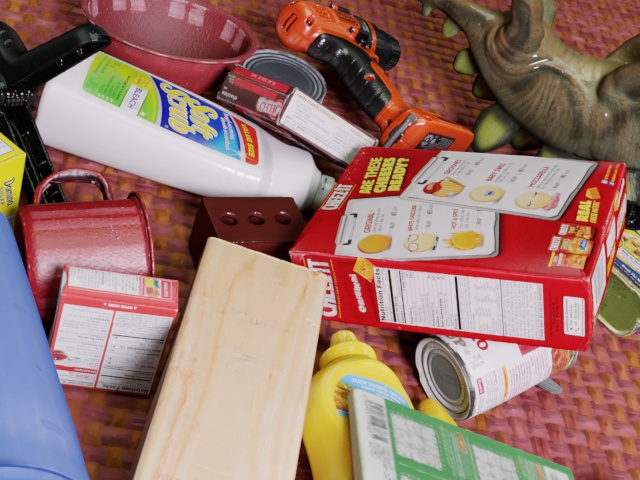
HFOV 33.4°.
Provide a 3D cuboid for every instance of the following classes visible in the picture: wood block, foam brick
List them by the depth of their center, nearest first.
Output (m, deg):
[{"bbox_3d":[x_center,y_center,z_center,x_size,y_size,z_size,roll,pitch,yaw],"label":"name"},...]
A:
[{"bbox_3d":[-0.060,0.107,0.672,0.090,0.091,0.206,18,40,-6],"label":"wood block"},{"bbox_3d":[-0.055,0.001,0.821,0.078,0.051,0.053,-2,45,-26],"label":"foam brick"}]

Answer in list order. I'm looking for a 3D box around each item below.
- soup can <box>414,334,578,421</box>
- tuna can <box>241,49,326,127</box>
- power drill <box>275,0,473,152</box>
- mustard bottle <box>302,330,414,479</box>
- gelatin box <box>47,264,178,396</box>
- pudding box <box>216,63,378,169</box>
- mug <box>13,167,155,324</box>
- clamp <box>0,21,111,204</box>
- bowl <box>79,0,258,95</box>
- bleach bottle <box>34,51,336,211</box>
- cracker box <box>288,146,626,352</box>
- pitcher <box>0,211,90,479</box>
[{"bbox_3d":[0.129,0.084,0.789,0.102,0.068,0.068,-21,56,-26],"label":"soup can"},{"bbox_3d":[-0.040,-0.140,0.997,0.086,0.034,0.086,13,41,-12],"label":"tuna can"},{"bbox_3d":[0.060,-0.146,1.012,0.184,0.057,0.188,1,44,-54],"label":"power drill"},{"bbox_3d":[0.030,0.135,0.702,0.096,0.058,0.191,26,34,-31],"label":"mustard bottle"},{"bbox_3d":[-0.137,0.059,0.690,0.073,0.089,0.030,9,41,-16],"label":"gelatin box"},{"bbox_3d":[-0.019,-0.102,0.901,0.113,0.039,0.090,25,4,-43],"label":"pudding box"},{"bbox_3d":[-0.166,0.003,0.733,0.081,0.093,0.117,-4,70,-22],"label":"mug"},{"bbox_3d":[-0.236,-0.101,0.816,0.210,0.165,0.036,24,21,39],"label":"clamp"},{"bbox_3d":[-0.140,-0.174,0.959,0.162,0.055,0.162,14,30,-9],"label":"bowl"},{"bbox_3d":[-0.102,-0.082,0.885,0.250,0.068,0.102,20,36,-8],"label":"bleach bottle"},{"bbox_3d":[0.107,0.001,0.794,0.214,0.072,0.164,5,34,22],"label":"cracker box"},{"bbox_3d":[-0.215,0.074,0.597,0.144,0.149,0.243,4,39,-30],"label":"pitcher"}]
